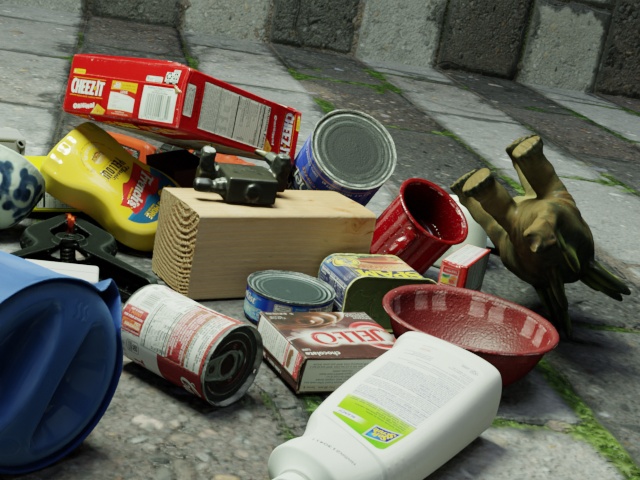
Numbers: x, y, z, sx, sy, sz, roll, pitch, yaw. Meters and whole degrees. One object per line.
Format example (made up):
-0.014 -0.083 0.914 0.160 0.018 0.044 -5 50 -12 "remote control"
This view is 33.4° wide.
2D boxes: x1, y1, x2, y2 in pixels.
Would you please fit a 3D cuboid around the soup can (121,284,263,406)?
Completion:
-0.105 0.081 0.848 0.102 0.068 0.068 21 20 33 "soup can"

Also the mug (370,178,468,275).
0.099 -0.004 1.186 0.093 0.082 0.117 43 37 2 "mug"

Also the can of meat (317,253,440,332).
0.055 0.050 1.065 0.102 0.057 0.084 3 16 -22 "can of meat"

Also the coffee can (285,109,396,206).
0.016 -0.074 1.246 0.102 0.103 0.140 5 -25 -18 "coffee can"

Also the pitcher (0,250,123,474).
-0.269 0.063 0.739 0.243 0.145 0.149 19 6 36 "pitcher"

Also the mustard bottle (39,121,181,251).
-0.201 -0.043 1.145 0.191 0.058 0.096 35 45 0 "mustard bottle"

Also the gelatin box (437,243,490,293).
0.142 0.048 1.093 0.030 0.073 0.089 17 18 20 "gelatin box"

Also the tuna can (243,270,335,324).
-0.030 0.059 1.023 0.086 0.034 0.086 9 17 -3 "tuna can"

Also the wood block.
-0.057 0.001 1.098 0.205 0.091 0.090 -1 20 -33 "wood block"

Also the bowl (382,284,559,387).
0.131 0.093 0.970 0.162 0.055 0.162 9 17 -3 "bowl"

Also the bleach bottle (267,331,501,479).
0.035 0.137 0.763 0.103 0.068 0.250 20 22 29 "bleach bottle"

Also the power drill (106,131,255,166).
-0.196 -0.103 1.381 0.185 0.057 0.187 18 12 40 "power drill"

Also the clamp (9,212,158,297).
-0.254 0.014 1.031 0.164 0.036 0.210 4 16 -20 "clamp"

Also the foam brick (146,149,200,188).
-0.160 -0.068 1.224 0.051 0.053 0.078 -12 24 -31 "foam brick"

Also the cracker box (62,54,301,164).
-0.146 -0.142 1.173 0.164 0.072 0.213 11 0 32 "cracker box"

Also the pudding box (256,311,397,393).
0.011 0.095 0.921 0.113 0.039 0.090 0 20 -30 "pudding box"
